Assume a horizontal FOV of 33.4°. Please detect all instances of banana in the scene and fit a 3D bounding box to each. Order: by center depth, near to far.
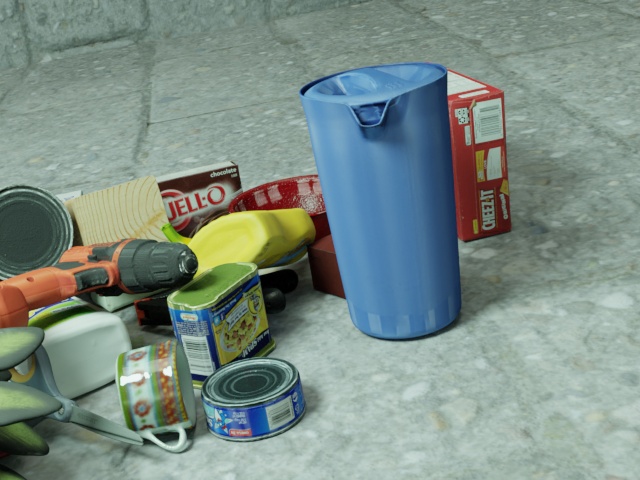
[{"bbox_3d":[-0.117,0.013,1.172,0.037,0.069,0.197,-22,-6,10],"label":"banana"}]

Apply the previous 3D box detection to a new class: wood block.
[{"bbox_3d":[-0.237,-0.013,1.202,0.090,0.090,0.206,-18,6,-20],"label":"wood block"}]

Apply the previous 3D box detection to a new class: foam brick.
[{"bbox_3d":[0.031,0.026,1.107,0.051,0.053,0.078,-24,25,-34],"label":"foam brick"}]

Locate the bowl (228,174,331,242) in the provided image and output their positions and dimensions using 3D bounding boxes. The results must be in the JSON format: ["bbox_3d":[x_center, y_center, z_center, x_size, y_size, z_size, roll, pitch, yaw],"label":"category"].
[{"bbox_3d":[-0.026,-0.029,1.274,0.162,0.055,0.162,-9,20,3],"label":"bowl"}]

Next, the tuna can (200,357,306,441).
[{"bbox_3d":[-0.057,0.131,0.894,0.086,0.034,0.086,-9,20,3],"label":"tuna can"}]

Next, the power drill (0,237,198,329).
[{"bbox_3d":[-0.226,0.042,0.961,0.185,0.057,0.187,-6,8,43],"label":"power drill"}]

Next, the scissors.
[{"bbox_3d":[-0.219,0.125,0.903,0.202,0.096,0.016,-7,-14,35],"label":"scissors"}]

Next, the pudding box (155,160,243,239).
[{"bbox_3d":[-0.150,-0.043,1.319,0.113,0.090,0.039,-15,21,-16],"label":"pudding box"}]

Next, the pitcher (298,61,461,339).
[{"bbox_3d":[0.066,-0.041,0.996,0.149,0.243,0.145,-24,25,-35],"label":"pitcher"}]

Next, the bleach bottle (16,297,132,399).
[{"bbox_3d":[-0.287,0.088,1.076,0.102,0.068,0.251,-20,21,-32],"label":"bleach bottle"}]

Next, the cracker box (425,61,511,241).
[{"bbox_3d":[0.146,-0.110,1.258,0.072,0.164,0.214,-12,21,-13],"label":"cracker box"}]

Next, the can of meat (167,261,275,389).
[{"bbox_3d":[-0.091,0.076,0.985,0.058,0.084,0.101,4,24,31],"label":"can of meat"}]

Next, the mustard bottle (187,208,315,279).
[{"bbox_3d":[-0.057,0.001,1.111,0.096,0.058,0.191,-31,-8,22],"label":"mustard bottle"}]

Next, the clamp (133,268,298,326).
[{"bbox_3d":[-0.103,0.059,1.103,0.172,0.039,0.120,-6,4,15],"label":"clamp"}]

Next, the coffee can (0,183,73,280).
[{"bbox_3d":[-0.325,-0.007,1.148,0.102,0.103,0.140,-17,6,-19],"label":"coffee can"}]
